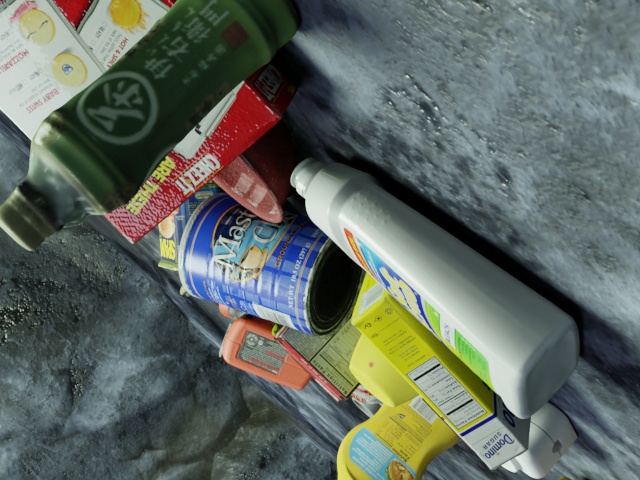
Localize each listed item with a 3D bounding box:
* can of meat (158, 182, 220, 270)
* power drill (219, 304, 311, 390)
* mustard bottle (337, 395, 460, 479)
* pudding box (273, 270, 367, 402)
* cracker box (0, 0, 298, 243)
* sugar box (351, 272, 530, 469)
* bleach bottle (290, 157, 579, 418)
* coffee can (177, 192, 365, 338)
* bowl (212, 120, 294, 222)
[{"bbox_3d":[-0.132,-0.016,1.078,0.102,0.057,0.084,-174,79,-70],"label":"can of meat"},{"bbox_3d":[-0.039,0.115,1.256,0.184,0.057,0.187,20,-171,-2],"label":"power drill"},{"bbox_3d":[0.076,0.236,1.180,0.096,0.191,0.058,40,167,17],"label":"mustard bottle"},{"bbox_3d":[0.024,0.085,1.032,0.090,0.113,0.039,45,164,-3],"label":"pudding box"},{"bbox_3d":[-0.147,-0.129,0.768,0.213,0.164,0.072,46,-152,-13],"label":"cracker box"},{"bbox_3d":[0.104,0.095,0.878,0.176,0.048,0.093,44,-151,-11],"label":"sugar box"},{"bbox_3d":[0.073,0.020,0.790,0.251,0.068,0.102,40,167,29],"label":"bleach bottle"},{"bbox_3d":[-0.044,0.021,0.976,0.140,0.102,0.102,16,155,28],"label":"coffee can"},{"bbox_3d":[-0.073,-0.090,0.900,0.162,0.055,0.162,41,167,11],"label":"bowl"}]
